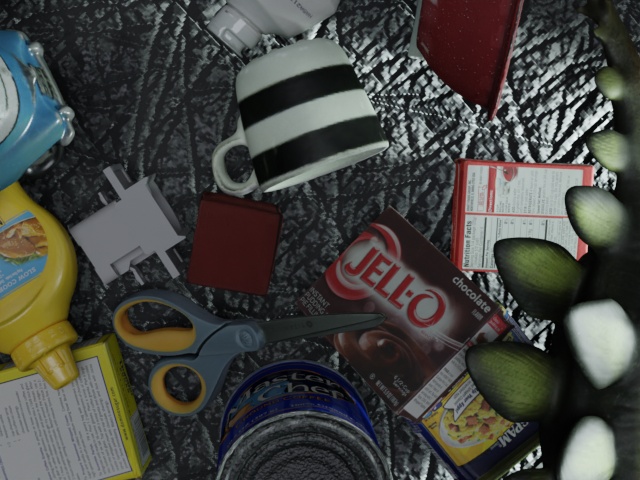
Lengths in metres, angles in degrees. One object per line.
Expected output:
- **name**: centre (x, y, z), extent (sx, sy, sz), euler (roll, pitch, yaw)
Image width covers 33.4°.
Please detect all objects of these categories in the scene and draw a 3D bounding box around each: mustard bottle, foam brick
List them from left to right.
- **mustard bottle**: centre (-0.206, 0.007, 0.657), extent (0.096, 0.058, 0.191), euler (-33, 84, -4)
- **foam brick**: centre (-0.054, 0.001, 0.673), extent (0.051, 0.078, 0.053), euler (11, 95, -6)

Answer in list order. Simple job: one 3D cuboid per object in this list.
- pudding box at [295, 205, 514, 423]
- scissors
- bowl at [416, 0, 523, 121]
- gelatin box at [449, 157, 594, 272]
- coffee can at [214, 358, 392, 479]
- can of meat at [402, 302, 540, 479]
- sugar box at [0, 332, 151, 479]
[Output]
- **pudding box**: centre (0.051, 0.046, 0.673), extent (0.090, 0.039, 0.114), euler (-47, 56, 2)
- **scissors**: centre (-0.046, 0.075, 0.662), extent (0.202, 0.016, 0.096), euler (7, 114, 30)
- **bowl**: centre (0.092, -0.154, 0.627), extent (0.055, 0.162, 0.162), euler (11, 95, 5)
- **gelatin box**: centre (0.131, -0.016, 0.705), extent (0.089, 0.030, 0.073), euler (2, 97, -3)
- **coffee can**: centre (-0.013, 0.137, 0.656), extent (0.102, 0.140, 0.103), euler (0, 95, -3)
- **can of meat**: centre (0.105, 0.102, 0.702), extent (0.102, 0.057, 0.084), euler (-39, 95, 2)
- **sugar box**: centre (-0.208, 0.129, 0.694), extent (0.176, 0.048, 0.093), euler (-15, 95, 2)
